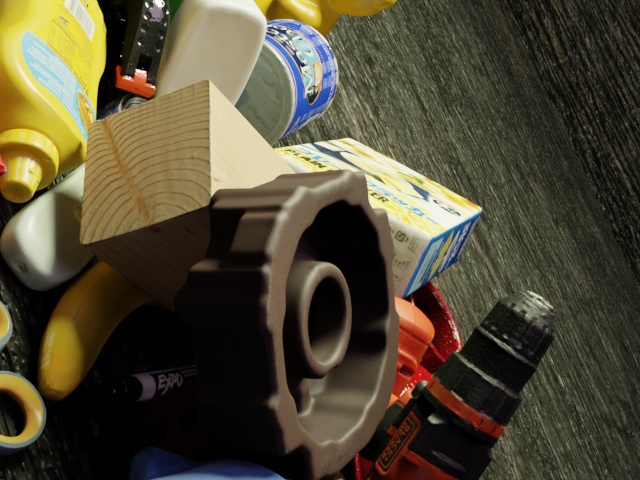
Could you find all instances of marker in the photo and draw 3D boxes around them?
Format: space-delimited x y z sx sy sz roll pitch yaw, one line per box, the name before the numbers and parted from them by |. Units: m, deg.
marker | -0.101 0.090 0.665 0.020 0.020 0.121 67 17 11

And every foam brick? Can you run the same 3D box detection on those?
foam brick | -0.079 0.123 0.616 0.051 0.078 0.053 47 27 -36

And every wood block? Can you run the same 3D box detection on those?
wood block | -0.055 0.001 0.690 0.206 0.090 0.091 45 35 -51

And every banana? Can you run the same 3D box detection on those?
banana | -0.122 0.042 0.668 0.069 0.037 0.197 63 22 2

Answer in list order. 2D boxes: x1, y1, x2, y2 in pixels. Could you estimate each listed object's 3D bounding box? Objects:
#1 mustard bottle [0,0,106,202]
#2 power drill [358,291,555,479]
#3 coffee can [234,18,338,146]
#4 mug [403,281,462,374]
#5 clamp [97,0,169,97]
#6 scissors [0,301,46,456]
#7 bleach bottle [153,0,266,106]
mustard bottle | -0.179 -0.097 0.672 0.096 0.058 0.191 59 19 -44
power drill | 0.063 0.095 0.693 0.057 0.184 0.188 35 3 -15
coffee can | -0.051 -0.137 0.936 0.103 0.103 0.140 60 22 -6
mug | 0.077 0.088 0.986 0.093 0.082 0.117 64 23 3
clamp | -0.145 -0.175 0.794 0.039 0.120 0.171 14 62 -27
scissors | -0.188 0.091 0.497 0.096 0.016 0.201 56 23 -15
bleach bottle | -0.121 -0.205 0.862 0.068 0.103 0.251 10 32 -33
